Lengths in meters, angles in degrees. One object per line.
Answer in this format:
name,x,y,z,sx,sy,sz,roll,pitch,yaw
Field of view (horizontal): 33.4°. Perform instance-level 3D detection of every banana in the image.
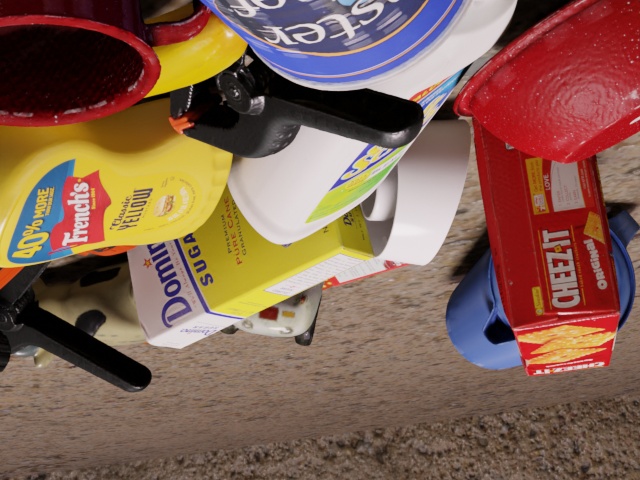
banana,-0.101,-0.083,0.505,0.198,0.037,0.069,-4,-172,31

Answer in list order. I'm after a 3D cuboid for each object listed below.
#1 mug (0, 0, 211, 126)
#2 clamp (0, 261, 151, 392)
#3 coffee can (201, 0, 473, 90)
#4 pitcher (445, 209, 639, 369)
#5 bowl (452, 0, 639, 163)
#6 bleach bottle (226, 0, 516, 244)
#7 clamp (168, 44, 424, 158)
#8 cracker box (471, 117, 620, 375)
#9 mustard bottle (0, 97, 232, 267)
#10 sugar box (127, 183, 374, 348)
mug,-0.100,-0.101,0.416,0.117,0.081,0.093,-6,164,-7
clamp,-0.243,0.043,0.847,0.210,0.164,0.036,4,-148,20
coffee can,-0.011,-0.121,0.350,0.103,0.103,0.140,-13,163,18
pitcher,0.208,0.054,1.046,0.149,0.145,0.243,6,166,-5
bowl,0.151,-0.085,0.548,0.162,0.055,0.162,-27,171,-5
bleach bottle,0.028,-0.081,0.553,0.102,0.068,0.251,-31,173,-25
clamp,-0.022,-0.075,0.517,0.039,0.120,0.172,-35,-179,-27
cracker box,0.153,-0.003,0.726,0.072,0.164,0.213,-9,164,10
mustard bottle,-0.143,-0.030,0.589,0.191,0.058,0.096,-12,146,-42
sugar box,-0.055,0.001,0.729,0.176,0.093,0.048,-26,156,27
